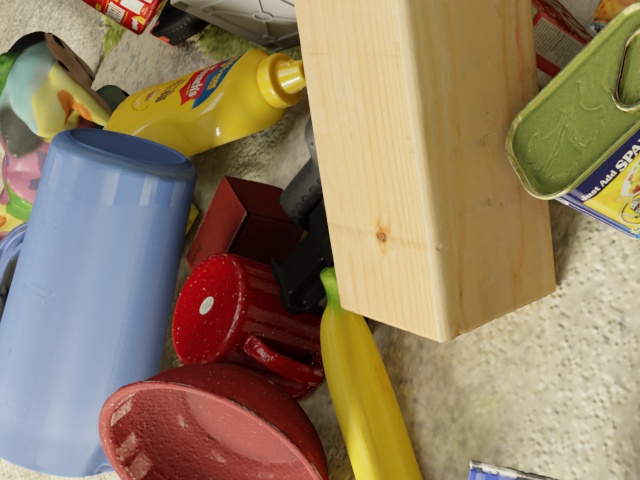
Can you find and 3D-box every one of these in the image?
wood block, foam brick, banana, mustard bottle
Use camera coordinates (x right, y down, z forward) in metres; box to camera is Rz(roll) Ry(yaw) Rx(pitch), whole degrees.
[{"bbox_3d":[0.055,-0.064,0.565,0.091,0.090,0.206,15,119,52],"label":"wood block"},{"bbox_3d":[-0.055,0.001,0.774,0.078,0.051,0.053,-62,36,25],"label":"foam brick"},{"bbox_3d":[0.030,0.115,0.615,0.037,0.069,0.198,-23,65,9],"label":"banana"},{"bbox_3d":[-0.083,-0.108,0.847,0.192,0.058,0.096,-12,30,38],"label":"mustard bottle"}]

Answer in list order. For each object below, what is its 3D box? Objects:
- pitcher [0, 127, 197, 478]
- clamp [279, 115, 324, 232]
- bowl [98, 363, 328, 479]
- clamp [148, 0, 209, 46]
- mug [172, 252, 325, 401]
[{"bbox_3d":[-0.181,0.041,0.807,0.145,0.149,0.243,-123,48,-70],"label":"pitcher"},{"bbox_3d":[0.011,-0.050,0.677,0.039,0.120,0.172,54,140,16],"label":"clamp"},{"bbox_3d":[-0.057,0.129,0.672,0.162,0.162,0.055,-26,22,42],"label":"bowl"},{"bbox_3d":[-0.085,-0.257,0.955,0.210,0.036,0.164,-38,37,39],"label":"clamp"},{"bbox_3d":[-0.040,0.062,0.711,0.093,0.081,0.117,-61,38,11],"label":"mug"}]
